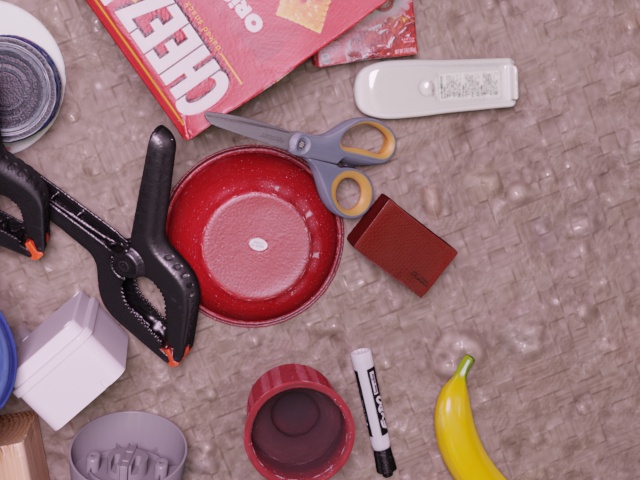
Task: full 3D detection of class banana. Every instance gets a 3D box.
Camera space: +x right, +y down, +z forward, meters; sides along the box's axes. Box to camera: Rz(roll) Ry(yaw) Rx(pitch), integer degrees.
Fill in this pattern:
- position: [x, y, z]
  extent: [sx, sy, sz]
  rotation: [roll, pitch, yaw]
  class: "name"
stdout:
- position: [0.153, 0.204, 0.970]
  extent: [0.069, 0.037, 0.198]
  rotation: [-28, 101, 0]
  class: "banana"

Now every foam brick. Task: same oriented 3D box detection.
- position: [0.069, 0.004, 0.921]
  extent: [0.078, 0.051, 0.053]
  rotation: [38, 94, -10]
  class: "foam brick"

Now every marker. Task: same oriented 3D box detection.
- position: [0.048, 0.156, 0.960]
  extent: [0.020, 0.020, 0.121]
  rotation: [-13, 101, -4]
  class: "marker"

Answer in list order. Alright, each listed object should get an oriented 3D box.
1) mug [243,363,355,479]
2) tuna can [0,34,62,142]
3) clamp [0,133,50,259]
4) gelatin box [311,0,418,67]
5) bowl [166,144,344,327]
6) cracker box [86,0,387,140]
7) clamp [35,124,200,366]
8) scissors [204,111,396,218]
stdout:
- position: [-0.020, 0.166, 0.922]
  extent: [0.093, 0.081, 0.117]
  rotation: [-8, 100, -5]
  class: "mug"
- position: [-0.251, -0.121, 0.853]
  extent: [0.086, 0.034, 0.086]
  rotation: [-1, 101, -8]
  class: "tuna can"
- position: [-0.262, -0.059, 0.835]
  extent: [0.120, 0.039, 0.171]
  rotation: [-27, 124, 27]
  class: "clamp"
- position: [0.033, -0.187, 0.896]
  extent: [0.089, 0.030, 0.073]
  rotation: [-8, 100, -5]
  class: "gelatin box"
- position: [-0.056, 0.001, 0.905]
  extent: [0.162, 0.055, 0.162]
  rotation: [-1, 99, -7]
  class: "bowl"
- position: [-0.064, -0.203, 0.818]
  extent: [0.213, 0.072, 0.164]
  rotation: [-35, 103, -1]
  class: "cracker box"
- position: [-0.165, 0.010, 0.889]
  extent: [0.165, 0.036, 0.210]
  rotation: [-3, 116, 27]
  class: "clamp"
- position: [-0.015, -0.060, 0.865]
  extent: [0.201, 0.016, 0.096]
  rotation: [-8, 110, -40]
  class: "scissors"
